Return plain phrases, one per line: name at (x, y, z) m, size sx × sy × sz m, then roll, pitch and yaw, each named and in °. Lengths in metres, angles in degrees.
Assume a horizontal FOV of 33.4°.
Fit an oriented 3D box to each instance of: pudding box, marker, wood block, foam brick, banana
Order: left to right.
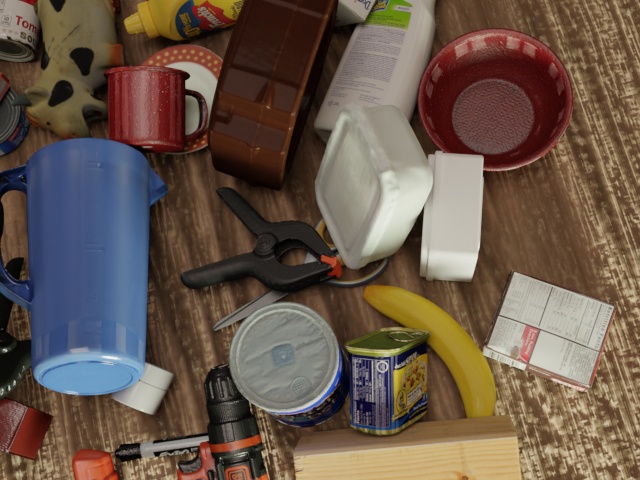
foam brick at (-0.320, 0.191, 1.099) m, size 0.053 × 0.078 × 0.051 m, roll 19°, pitch 76°, yaw 12°
marker at (-0.153, 0.212, 1.101) m, size 0.121 × 0.020 × 0.020 m, roll -8°, pitch 73°, yaw 5°
wood block at (0.085, 0.227, 1.018) m, size 0.206 × 0.090 × 0.091 m, roll -6°, pitch 92°, yaw 6°
banana at (0.121, 0.113, 1.084) m, size 0.069 × 0.037 × 0.198 m, roll -32°, pitch 73°, yaw -3°
pudding box at (0.230, 0.090, 1.076) m, size 0.113 × 0.039 × 0.090 m, roll 20°, pitch 77°, yaw 10°

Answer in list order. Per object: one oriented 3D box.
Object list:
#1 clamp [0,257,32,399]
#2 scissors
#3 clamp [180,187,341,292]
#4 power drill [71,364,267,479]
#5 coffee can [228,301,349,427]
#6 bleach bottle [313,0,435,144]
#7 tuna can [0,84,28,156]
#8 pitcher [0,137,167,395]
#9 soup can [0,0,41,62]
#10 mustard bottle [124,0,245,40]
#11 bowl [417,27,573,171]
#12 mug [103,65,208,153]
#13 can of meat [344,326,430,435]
clamp at (-0.333, 0.102, 1.099) m, size 0.165 × 0.036 × 0.209 m, roll 41°, pitch 45°, yaw 21°
scissors at (-0.028, 0.027, 1.140) m, size 0.202 × 0.016 × 0.096 m, roll -15°, pitch 71°, yaw 3°
clamp at (-0.057, 0.001, 1.130) m, size 0.172 × 0.039 × 0.120 m, roll 5°, pitch 72°, yaw 15°
power drill at (-0.147, 0.228, 1.062) m, size 0.188 × 0.057 × 0.184 m, roll -12°, pitch 86°, yaw 6°
coffee can at (-0.026, 0.125, 1.046) m, size 0.103 × 0.140 × 0.103 m, roll -2°, pitch 74°, yaw 7°
bleach bottle at (0.083, -0.214, 1.165) m, size 0.103 × 0.068 × 0.250 m, roll 15°, pitch 75°, yaw 27°
tuna can at (-0.379, -0.139, 1.224) m, size 0.086 × 0.033 × 0.086 m, roll -2°, pitch 74°, yaw 7°
pitcher at (-0.246, 0.027, 1.083) m, size 0.149 × 0.144 × 0.243 m, roll -18°, pitch 60°, yaw 22°
soup can at (-0.356, -0.267, 1.240) m, size 0.068 × 0.068 × 0.102 m, roll 5°, pitch 75°, yaw 9°
mustard bottle at (-0.127, -0.269, 1.195) m, size 0.191 × 0.096 × 0.058 m, roll -18°, pitch 73°, yaw 2°
bowl at (0.185, -0.142, 1.139) m, size 0.162 × 0.055 × 0.162 m, roll -2°, pitch 74°, yaw 7°
mug at (-0.176, -0.138, 1.152) m, size 0.117 × 0.093 × 0.081 m, roll 1°, pitch 87°, yaw -34°
can of meat at (0.067, 0.135, 1.041) m, size 0.058 × 0.101 × 0.084 m, roll 3°, pitch 98°, yaw 30°
